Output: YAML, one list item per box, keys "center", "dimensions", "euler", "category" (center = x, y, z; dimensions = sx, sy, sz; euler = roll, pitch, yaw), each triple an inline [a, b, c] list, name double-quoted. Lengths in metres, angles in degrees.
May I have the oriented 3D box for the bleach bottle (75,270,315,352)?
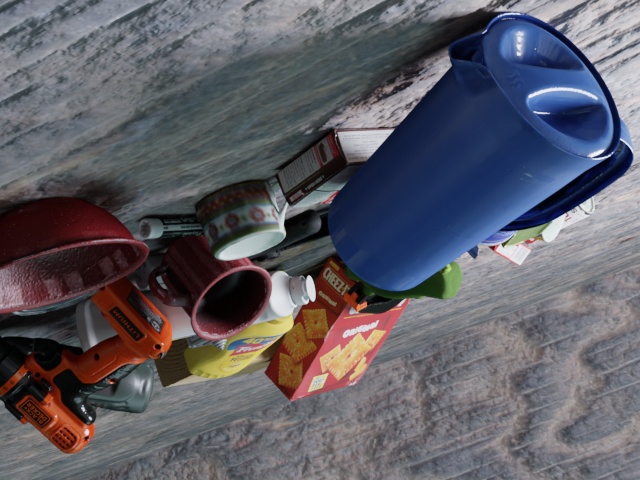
- center: [-0.131, 0.074, 1.161]
  dimensions: [0.251, 0.068, 0.102]
  euler: [-11, 180, 15]
  category: "bleach bottle"

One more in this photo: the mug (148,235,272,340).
- center: [-0.118, 0.041, 1.065]
  dimensions: [0.117, 0.082, 0.093]
  euler: [-9, 131, -37]
  category: "mug"

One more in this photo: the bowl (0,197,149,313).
- center: [-0.226, 0.008, 0.876]
  dimensions: [0.162, 0.055, 0.162]
  euler: [-19, 168, -4]
  category: "bowl"

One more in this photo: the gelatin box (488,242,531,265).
- center: [0.227, -0.008, 1.398]
  dimensions: [0.030, 0.073, 0.089]
  euler: [-53, 145, 9]
  category: "gelatin box"

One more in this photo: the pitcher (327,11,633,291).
- center: [0.121, -0.055, 0.866]
  dimensions: [0.144, 0.149, 0.243]
  euler: [-28, 169, -46]
  category: "pitcher"

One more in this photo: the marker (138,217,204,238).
- center: [-0.125, -0.013, 1.027]
  dimensions: [0.020, 0.020, 0.120]
  euler: [-29, 165, 35]
  category: "marker"

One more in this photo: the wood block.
- center: [-0.139, 0.143, 1.510]
  dimensions: [0.090, 0.091, 0.205]
  euler: [-26, 167, 28]
  category: "wood block"

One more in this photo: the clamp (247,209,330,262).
- center: [-0.057, 0.001, 1.143]
  dimensions: [0.171, 0.039, 0.120]
  euler: [-21, 169, 7]
  category: "clamp"

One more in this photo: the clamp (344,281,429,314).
- center: [0.118, 0.053, 1.440]
  dimensions: [0.209, 0.036, 0.165]
  euler: [-27, 146, -28]
  category: "clamp"

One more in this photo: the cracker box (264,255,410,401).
- center: [0.036, 0.120, 1.523]
  dimensions: [0.163, 0.072, 0.214]
  euler: [-5, 132, -51]
  category: "cracker box"

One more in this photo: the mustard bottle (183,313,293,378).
- center: [-0.089, 0.111, 1.326]
  dimensions: [0.096, 0.058, 0.192]
  euler: [-4, 155, -37]
  category: "mustard bottle"

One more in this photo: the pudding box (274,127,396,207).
- center: [0.029, -0.069, 0.985]
  dimensions: [0.113, 0.039, 0.090]
  euler: [-10, 162, -45]
  category: "pudding box"

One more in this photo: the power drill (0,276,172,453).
- center: [-0.263, 0.111, 1.108]
  dimensions: [0.188, 0.184, 0.057]
  euler: [-39, -164, 15]
  category: "power drill"
